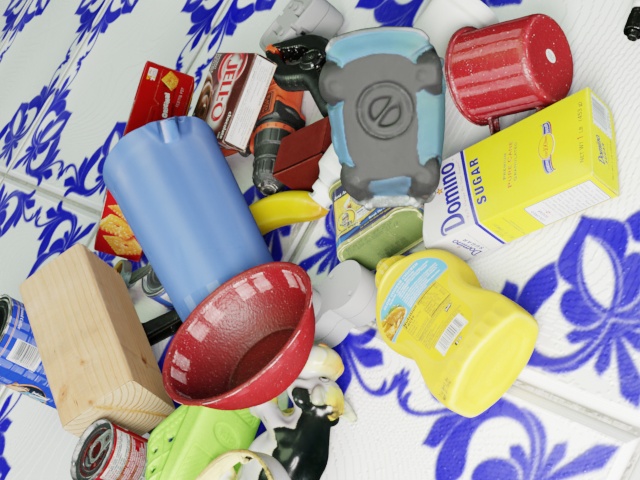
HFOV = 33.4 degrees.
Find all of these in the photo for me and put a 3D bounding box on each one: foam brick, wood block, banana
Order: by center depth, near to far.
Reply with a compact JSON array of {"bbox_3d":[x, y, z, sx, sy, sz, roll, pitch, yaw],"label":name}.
[{"bbox_3d":[-0.004,-0.089,1.153,0.078,0.053,0.051,-20,48,41],"label":"foam brick"},{"bbox_3d":[-0.245,0.115,1.160,0.090,0.090,0.206,-35,50,5],"label":"wood block"},{"bbox_3d":[-0.065,-0.013,1.186,0.198,0.037,0.069,-34,58,33],"label":"banana"}]

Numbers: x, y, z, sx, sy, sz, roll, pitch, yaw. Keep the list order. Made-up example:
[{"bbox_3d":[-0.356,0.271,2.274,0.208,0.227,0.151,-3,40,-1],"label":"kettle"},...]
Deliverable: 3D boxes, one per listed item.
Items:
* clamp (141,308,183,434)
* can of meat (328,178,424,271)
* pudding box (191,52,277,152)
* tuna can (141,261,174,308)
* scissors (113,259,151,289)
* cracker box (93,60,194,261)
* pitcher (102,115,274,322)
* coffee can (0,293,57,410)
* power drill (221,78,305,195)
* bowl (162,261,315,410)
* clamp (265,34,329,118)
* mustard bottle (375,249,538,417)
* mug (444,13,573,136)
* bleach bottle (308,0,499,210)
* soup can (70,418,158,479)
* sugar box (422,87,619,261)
[{"bbox_3d":[-0.215,0.119,1.225,0.210,0.036,0.164,16,70,38],"label":"clamp"},{"bbox_3d":[0.058,-0.029,1.020,0.102,0.057,0.084,-34,41,30],"label":"can of meat"},{"bbox_3d":[-0.105,-0.162,1.242,0.090,0.039,0.113,13,84,53],"label":"pudding box"},{"bbox_3d":[-0.178,0.037,1.287,0.086,0.033,0.086,-33,40,32],"label":"tuna can"},{"bbox_3d":[-0.246,0.066,1.327,0.096,0.016,0.202,-69,19,-3],"label":"scissors"},{"bbox_3d":[-0.224,-0.094,1.351,0.214,0.072,0.164,123,160,-57],"label":"cracker box"},{"bbox_3d":[-0.128,0.001,1.131,0.145,0.149,0.243,-40,58,17],"label":"pitcher"},{"bbox_3d":[-0.356,0.142,1.330,0.103,0.140,0.103,-33,40,32],"label":"coffee can"},{"bbox_3d":[-0.098,-0.103,1.284,0.188,0.057,0.184,-25,41,35],"label":"power drill"},{"bbox_3d":[-0.061,0.095,0.948,0.162,0.055,0.162,-27,33,19],"label":"bowl"},{"bbox_3d":[-0.006,-0.189,1.211,0.172,0.039,0.120,12,54,41],"label":"clamp"},{"bbox_3d":[0.096,0.060,0.893,0.096,0.058,0.192,-57,33,7],"label":"mustard bottle"},{"bbox_3d":[0.171,-0.142,0.951,0.082,0.093,0.117,-7,84,44],"label":"mug"},{"bbox_3d":[0.074,-0.135,1.058,0.251,0.068,0.102,-51,-8,10],"label":"bleach bottle"},{"bbox_3d":[-0.191,0.230,1.079,0.069,0.102,0.068,-33,40,32],"label":"soup can"},{"bbox_3d":[0.166,-0.051,0.909,0.177,0.048,0.093,-25,45,38],"label":"sugar box"}]
